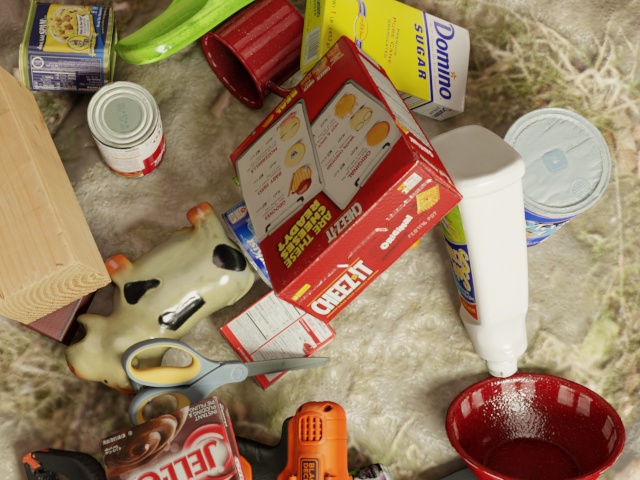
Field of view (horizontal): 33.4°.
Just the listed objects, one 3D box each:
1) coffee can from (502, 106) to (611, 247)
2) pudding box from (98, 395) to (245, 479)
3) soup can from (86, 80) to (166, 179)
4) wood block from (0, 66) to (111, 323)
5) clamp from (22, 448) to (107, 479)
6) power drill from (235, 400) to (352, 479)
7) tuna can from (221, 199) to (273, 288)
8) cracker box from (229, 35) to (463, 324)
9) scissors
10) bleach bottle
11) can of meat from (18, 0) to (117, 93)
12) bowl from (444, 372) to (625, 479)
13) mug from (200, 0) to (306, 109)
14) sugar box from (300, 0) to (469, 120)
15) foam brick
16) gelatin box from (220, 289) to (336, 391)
[{"bbox_3d":[0.205,-0.057,1.022,0.102,0.140,0.103,1,78,-4],"label":"coffee can"},{"bbox_3d":[-0.124,0.196,0.909,0.113,0.039,0.090,-22,58,4],"label":"pudding box"},{"bbox_3d":[-0.185,-0.105,1.023,0.068,0.102,0.068,1,77,-4],"label":"soup can"},{"bbox_3d":[-0.277,-0.041,0.957,0.091,0.090,0.206,-26,75,2],"label":"wood block"},{"bbox_3d":[-0.197,0.241,0.955,0.120,0.039,0.171,-46,72,10],"label":"clamp"},{"bbox_3d":[-0.061,0.236,0.943,0.188,0.057,0.184,-4,76,23],"label":"power drill"},{"bbox_3d":[-0.057,0.001,1.015,0.034,0.086,0.086,-34,82,1],"label":"tuna can"},{"bbox_3d":[0.014,-0.057,0.933,0.072,0.214,0.164,32,112,-36],"label":"cracker box"},{"bbox_3d":[-0.090,0.136,0.975,0.201,0.016,0.096,13,100,-29],"label":"scissors"},{"bbox_3d":[0.153,0.026,0.968,0.068,0.103,0.251,-20,123,-8],"label":"bleach bottle"},{"bbox_3d":[-0.245,-0.189,1.046,0.084,0.057,0.102,1,47,-6],"label":"can of meat"},{"bbox_3d":[0.196,0.191,0.985,0.162,0.162,0.055,-7,119,-6],"label":"bowl"},{"bbox_3d":[-0.051,-0.184,1.054,0.081,0.093,0.117,-41,62,-16],"label":"mug"},{"bbox_3d":[0.067,-0.187,1.052,0.176,0.048,0.093,13,76,-28],"label":"sugar box"},{"bbox_3d":[-0.247,0.053,1.010,0.051,0.053,0.078,24,76,1],"label":"foam brick"},{"bbox_3d":[-0.040,0.090,1.029,0.089,0.030,0.073,-36,81,-11],"label":"gelatin box"}]
